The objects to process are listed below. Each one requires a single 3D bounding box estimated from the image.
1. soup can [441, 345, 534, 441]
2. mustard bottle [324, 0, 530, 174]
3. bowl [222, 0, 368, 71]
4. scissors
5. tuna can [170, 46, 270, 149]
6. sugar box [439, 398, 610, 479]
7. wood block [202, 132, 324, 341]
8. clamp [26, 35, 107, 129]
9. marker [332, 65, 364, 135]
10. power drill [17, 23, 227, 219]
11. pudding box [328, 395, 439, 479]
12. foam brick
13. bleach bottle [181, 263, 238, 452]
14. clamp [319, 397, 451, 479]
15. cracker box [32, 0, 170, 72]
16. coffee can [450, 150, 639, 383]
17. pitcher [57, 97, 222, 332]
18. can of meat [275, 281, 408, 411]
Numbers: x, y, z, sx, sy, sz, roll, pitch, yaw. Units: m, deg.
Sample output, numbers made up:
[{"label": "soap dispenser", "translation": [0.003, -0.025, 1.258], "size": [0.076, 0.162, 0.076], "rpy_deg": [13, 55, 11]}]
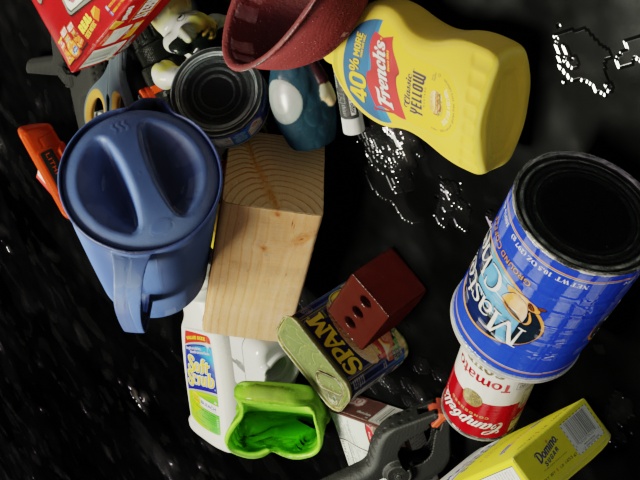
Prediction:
[{"label": "soup can", "translation": [0.143, 0.109, 0.878], "size": [0.069, 0.068, 0.102], "rpy_deg": [42, 145, 27]}, {"label": "mustard bottle", "translation": [0.064, -0.128, 0.796], "size": [0.192, 0.058, 0.096], "rpy_deg": [33, 135, 38]}, {"label": "bowl", "translation": [-0.008, -0.188, 0.802], "size": [0.055, 0.162, 0.162], "rpy_deg": [26, 162, -28]}, {"label": "scissors", "translation": [-0.228, -0.192, 1.144], "size": [0.096, 0.016, 0.202], "rpy_deg": [5, 101, 45]}, {"label": "tuna can", "translation": [-0.089, -0.126, 0.942], "size": [0.086, 0.086, 0.033], "rpy_deg": [51, 178, 14]}, {"label": "sugar box", "translation": [0.159, 0.195, 0.904], "size": [0.048, 0.093, 0.176], "rpy_deg": [56, 149, 6]}, {"label": "wood block", "translation": [-0.057, 0.001, 1.023], "size": [0.206, 0.090, 0.091], "rpy_deg": [105, 170, -51]}, {"label": "clamp", "translation": [-0.288, -0.191, 1.276], "size": [0.164, 0.036, 0.210], "rpy_deg": [58, 149, 4]}, {"label": "marker", "translation": [0.019, -0.145, 0.885], "size": [0.020, 0.020, 0.121], "rpy_deg": [23, 134, 45]}, {"label": "power drill", "translation": [-0.202, -0.118, 1.072], "size": [0.184, 0.187, 0.057], "rpy_deg": [64, 170, -9]}, {"label": "pudding box", "translation": [0.066, 0.215, 1.110], "size": [0.114, 0.039, 0.090], "rpy_deg": [10, 125, 54]}, {"label": "foam brick", "translation": [0.052, 0.055, 0.979], "size": [0.053, 0.051, 0.078], "rpy_deg": [50, 148, 14]}, {"label": "bleach bottle", "translation": [-0.133, 0.137, 1.311], "size": [0.103, 0.068, 0.251], "rpy_deg": [26, 133, 43]}, {"label": "clamp", "translation": [0.063, 0.218, 1.032], "size": [0.039, 0.120, 0.172], "rpy_deg": [-107, 37, -61]}, {"label": "cracker box", "translation": [-0.210, -0.272, 0.896], "size": [0.164, 0.072, 0.214], "rpy_deg": [-25, 94, 59]}, {"label": "coffee can", "translation": [0.159, 0.021, 0.743], "size": [0.103, 0.102, 0.140], "rpy_deg": [46, 147, 21]}, {"label": "pitcher", "translation": [-0.159, -0.002, 0.971], "size": [0.145, 0.149, 0.243], "rpy_deg": [46, 162, 12]}, {"label": "can of meat", "translation": [0.022, 0.099, 1.028], "size": [0.102, 0.083, 0.057], "rpy_deg": [50, 148, 15]}]
